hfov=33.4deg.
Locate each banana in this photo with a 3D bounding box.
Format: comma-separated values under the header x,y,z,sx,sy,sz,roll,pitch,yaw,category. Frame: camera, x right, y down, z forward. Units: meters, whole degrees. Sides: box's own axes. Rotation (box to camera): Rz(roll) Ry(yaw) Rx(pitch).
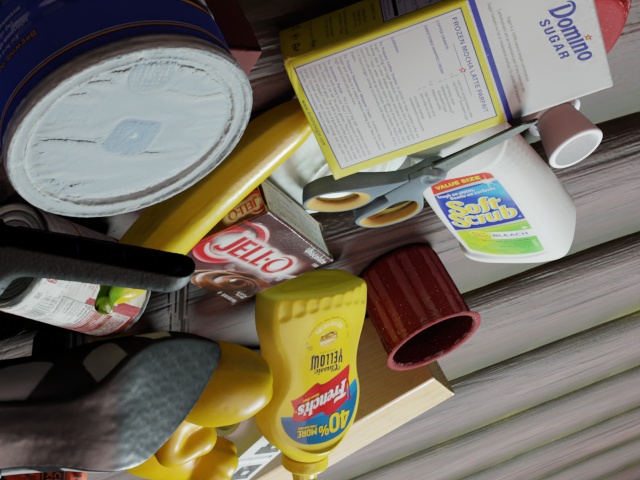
x,y,z,sx,sy,sz,roll,pitch,yaw,category
-0.074,-0.022,0.679,0.197,0.070,0.037,-47,117,-18,banana

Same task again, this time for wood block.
x,y,z,sx,sy,sz,roll,pitch,yaw,category
0.016,0.160,1.070,0.206,0.091,0.090,-32,154,9,wood block

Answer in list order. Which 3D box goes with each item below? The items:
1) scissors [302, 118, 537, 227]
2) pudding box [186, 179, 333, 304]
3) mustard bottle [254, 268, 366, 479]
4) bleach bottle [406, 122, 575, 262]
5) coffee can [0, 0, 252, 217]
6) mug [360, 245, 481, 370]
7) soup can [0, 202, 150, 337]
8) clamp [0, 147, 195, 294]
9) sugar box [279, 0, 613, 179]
x,y,z,sx,sy,sz,roll,pitch,yaw,category
0.052,-0.045,0.701,0.096,0.016,0.202,4,162,-17,scissors
-0.055,0.001,0.767,0.090,0.039,0.113,-23,156,17,pudding box
-0.011,0.124,0.909,0.096,0.058,0.192,-11,112,-36,mustard bottle
0.111,-0.051,0.791,0.103,0.068,0.250,1,162,29,bleach bottle
-0.102,-0.096,0.456,0.102,0.140,0.103,-21,152,-12,coffee can
0.081,0.065,0.969,0.093,0.081,0.117,-13,150,-26,mug
-0.166,0.021,0.685,0.069,0.068,0.102,-35,152,16,soup can
-0.185,0.000,0.596,0.210,0.036,0.164,-30,112,17,clamp
0.073,-0.107,0.627,0.176,0.048,0.093,-19,129,10,sugar box
